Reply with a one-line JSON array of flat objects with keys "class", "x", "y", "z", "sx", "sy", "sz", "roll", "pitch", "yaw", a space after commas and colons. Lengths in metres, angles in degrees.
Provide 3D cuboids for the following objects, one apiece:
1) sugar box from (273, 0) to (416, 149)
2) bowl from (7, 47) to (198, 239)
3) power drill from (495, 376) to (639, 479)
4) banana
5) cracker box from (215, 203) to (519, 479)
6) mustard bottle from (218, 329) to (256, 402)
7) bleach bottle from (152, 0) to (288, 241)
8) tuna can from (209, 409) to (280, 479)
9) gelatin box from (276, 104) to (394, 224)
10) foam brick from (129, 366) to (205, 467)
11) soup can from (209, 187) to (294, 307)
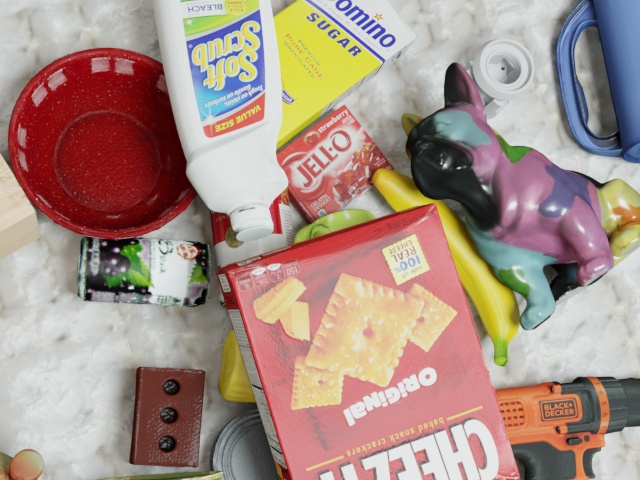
[{"class": "sugar box", "x": -0.010, "y": -0.160, "z": 0.939, "sx": 0.176, "sy": 0.048, "sz": 0.093, "roll": -40, "pitch": 88, "yaw": -15}, {"class": "bowl", "x": -0.173, "y": -0.074, "z": 0.879, "sx": 0.162, "sy": 0.055, "sz": 0.162, "roll": 3, "pitch": 76, "yaw": -14}, {"class": "power drill", "x": 0.228, "y": 0.211, "z": 0.913, "sx": 0.184, "sy": 0.057, "sz": 0.187, "roll": -4, "pitch": 77, "yaw": -9}, {"class": "banana", "x": 0.118, "y": 0.013, "z": 0.926, "sx": 0.037, "sy": 0.069, "sz": 0.198, "roll": -38, "pitch": 85, "yaw": 26}, {"class": "cracker box", "x": 0.034, "y": 0.097, "z": 0.781, "sx": 0.164, "sy": 0.072, "sz": 0.214, "roll": -17, "pitch": 90, "yaw": -12}, {"class": "mustard bottle", "x": 0.017, "y": 0.113, "z": 0.864, "sx": 0.191, "sy": 0.096, "sz": 0.058, "roll": 9, "pitch": 78, "yaw": -11}, {"class": "bleach bottle", "x": -0.070, "y": -0.121, "z": 0.854, "sx": 0.102, "sy": 0.068, "sz": 0.251, "roll": -8, "pitch": 71, "yaw": -17}, {"class": "tuna can", "x": -0.047, "y": 0.180, "z": 0.869, "sx": 0.086, "sy": 0.034, "sz": 0.086, "roll": 2, "pitch": 78, "yaw": -12}, {"class": "gelatin box", "x": 0.008, "y": -0.063, "z": 0.932, "sx": 0.089, "sy": 0.030, "sz": 0.073, "roll": -37, "pitch": 88, "yaw": -17}, {"class": "foam brick", "x": -0.122, "y": 0.140, "z": 0.851, "sx": 0.053, "sy": 0.051, "sz": 0.078, "roll": 5, "pitch": 78, "yaw": -12}, {"class": "soup can", "x": -0.056, "y": 0.001, "z": 0.885, "sx": 0.068, "sy": 0.069, "sz": 0.102, "roll": -5, "pitch": 79, "yaw": -14}]
